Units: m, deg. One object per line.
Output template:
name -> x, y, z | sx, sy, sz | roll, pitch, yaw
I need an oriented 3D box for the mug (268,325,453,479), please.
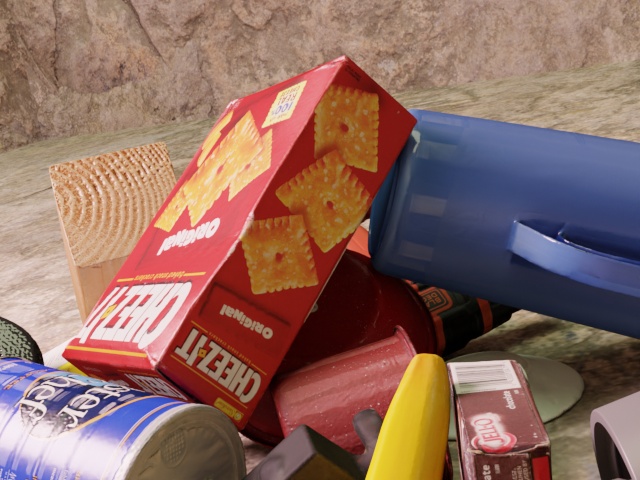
mug -> 0.020, 0.107, 0.608 | 0.081, 0.093, 0.117 | -17, -17, -5

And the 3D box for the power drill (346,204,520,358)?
power drill -> 0.069, 0.008, 0.836 | 0.184, 0.057, 0.188 | -22, 48, -15

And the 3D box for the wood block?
wood block -> -0.157, 0.019, 0.868 | 0.090, 0.090, 0.206 | -14, -24, -15

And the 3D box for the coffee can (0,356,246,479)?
coffee can -> -0.124, 0.123, 0.556 | 0.141, 0.103, 0.102 | 8, 21, 32

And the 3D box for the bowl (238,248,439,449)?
bowl -> -0.003, 0.057, 0.701 | 0.162, 0.055, 0.162 | -4, 50, 5

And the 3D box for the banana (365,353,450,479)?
banana -> 0.022, 0.136, 0.450 | 0.037, 0.070, 0.197 | 13, 42, 18

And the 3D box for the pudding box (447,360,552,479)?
pudding box -> 0.085, 0.114, 0.492 | 0.039, 0.090, 0.113 | -7, 12, 6

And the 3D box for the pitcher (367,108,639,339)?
pitcher -> 0.158, -0.007, 0.677 | 0.242, 0.145, 0.149 | 11, -27, -4

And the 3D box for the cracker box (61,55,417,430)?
cracker box -> -0.054, 0.001, 0.653 | 0.164, 0.072, 0.213 | -7, 48, 60
